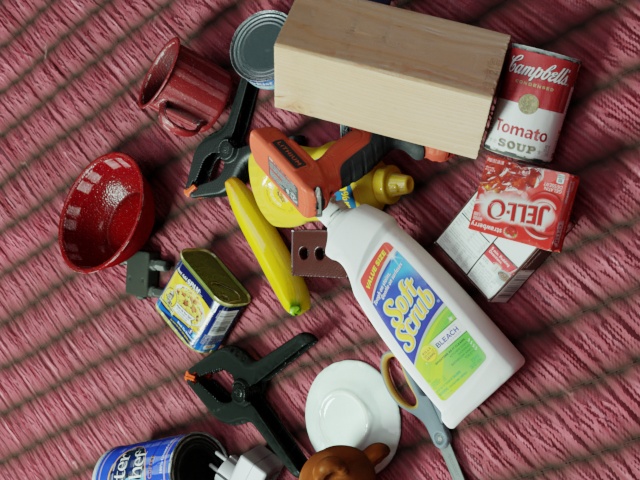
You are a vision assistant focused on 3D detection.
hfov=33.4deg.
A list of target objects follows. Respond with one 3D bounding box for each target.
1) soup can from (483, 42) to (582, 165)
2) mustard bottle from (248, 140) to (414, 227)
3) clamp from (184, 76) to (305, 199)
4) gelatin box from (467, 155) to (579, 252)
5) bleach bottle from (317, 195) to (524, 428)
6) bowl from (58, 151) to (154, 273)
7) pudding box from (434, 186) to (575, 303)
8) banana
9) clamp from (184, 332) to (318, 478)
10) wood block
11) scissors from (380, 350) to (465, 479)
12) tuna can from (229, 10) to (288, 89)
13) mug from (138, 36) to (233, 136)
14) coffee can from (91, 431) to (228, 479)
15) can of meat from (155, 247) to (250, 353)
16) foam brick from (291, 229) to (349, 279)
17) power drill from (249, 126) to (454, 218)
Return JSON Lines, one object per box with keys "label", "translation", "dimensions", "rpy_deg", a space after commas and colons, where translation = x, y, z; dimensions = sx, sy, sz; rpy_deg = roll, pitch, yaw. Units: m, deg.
{"label": "soup can", "translation": [0.199, -0.129, 1.009], "dimensions": [0.069, 0.068, 0.102], "rpy_deg": [23, 104, 35]}
{"label": "mustard bottle", "translation": [0.015, -0.060, 1.149], "dimensions": [0.192, 0.058, 0.096], "rpy_deg": [2, 119, 37]}
{"label": "clamp", "translation": [-0.093, -0.103, 1.254], "dimensions": [0.172, 0.039, 0.120], "rpy_deg": [-54, 55, 21]}
{"label": "gelatin box", "translation": [0.189, -0.035, 0.993], "dimensions": [0.089, 0.030, 0.073], "rpy_deg": [18, 98, 35]}
{"label": "bleach bottle", "translation": [0.083, 0.060, 1.062], "dimensions": [0.251, 0.068, 0.103], "rpy_deg": [47, 108, 12]}
{"label": "bowl", "translation": [-0.262, -0.029, 1.359], "dimensions": [0.162, 0.055, 0.162], "rpy_deg": [-17, 63, 36]}
{"label": "pudding box", "translation": [0.178, -0.008, 1.044], "dimensions": [0.114, 0.039, 0.090], "rpy_deg": [-52, 61, 22]}
{"label": "banana", "translation": [-0.054, 0.013, 1.209], "dimensions": [0.037, 0.069, 0.198], "rpy_deg": [-26, 61, -8]}
{"label": "clamp", "translation": [-0.078, 0.165, 1.235], "dimensions": [0.210, 0.036, 0.164], "rpy_deg": [17, 104, 41]}
{"label": "wood block", "translation": [0.067, -0.163, 1.027], "dimensions": [0.206, 0.091, 0.090], "rpy_deg": [15, 58, 8]}
{"label": "scissors", "translation": [0.133, 0.185, 1.092], "dimensions": [0.096, 0.016, 0.202], "rpy_deg": [-49, 63, 27]}
{"label": "tuna can", "translation": [-0.058, -0.216, 1.214], "dimensions": [0.086, 0.033, 0.086], "rpy_deg": [-5, 76, 21]}
{"label": "mug", "translation": [-0.157, -0.170, 1.252], "dimensions": [0.093, 0.081, 0.117], "rpy_deg": [-38, 35, 41]}
{"label": "coffee can", "translation": [-0.192, 0.291, 1.289], "dimensions": [0.141, 0.102, 0.103], "rpy_deg": [-17, 79, 36]}
{"label": "can of meat", "translation": [-0.143, 0.073, 1.281], "dimensions": [0.102, 0.057, 0.084], "rpy_deg": [47, 119, 29]}
{"label": "foam brick", "translation": [0.014, 0.014, 1.162], "dimensions": [0.078, 0.051, 0.053], "rpy_deg": [0, 91, 38]}
{"label": "power drill", "translation": [0.024, -0.120, 1.086], "dimensions": [0.185, 0.187, 0.057], "rpy_deg": [49, 162, 28]}
